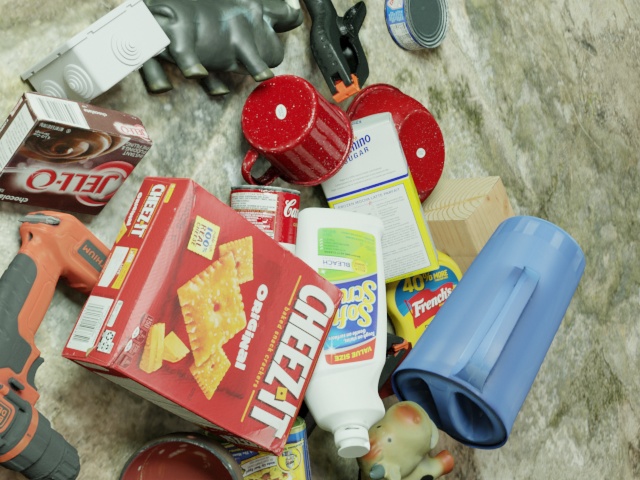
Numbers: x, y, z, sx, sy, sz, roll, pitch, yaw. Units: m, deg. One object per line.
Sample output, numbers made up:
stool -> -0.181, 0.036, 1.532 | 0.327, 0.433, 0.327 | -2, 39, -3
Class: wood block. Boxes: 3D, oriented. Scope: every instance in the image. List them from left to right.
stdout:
wood block -> 0.195, 0.034, 1.293 | 0.090, 0.091, 0.206 | -48, 123, -37

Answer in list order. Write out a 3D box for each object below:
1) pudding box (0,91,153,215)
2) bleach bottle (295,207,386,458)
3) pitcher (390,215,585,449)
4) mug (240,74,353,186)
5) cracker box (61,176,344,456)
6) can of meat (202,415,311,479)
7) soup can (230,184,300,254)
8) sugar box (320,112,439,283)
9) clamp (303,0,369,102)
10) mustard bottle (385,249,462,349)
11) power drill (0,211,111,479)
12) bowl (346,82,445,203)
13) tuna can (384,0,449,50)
pudding box -> -0.204, -0.067, 0.851 | 0.113, 0.090, 0.039 | 11, 40, -46
bleach bottle -> 0.025, 0.088, 1.028 | 0.102, 0.068, 0.251 | 9, 52, -21
pitcher -> 0.190, 0.087, 1.134 | 0.145, 0.149, 0.242 | 53, 57, -31
mug -> -0.033, -0.100, 1.033 | 0.117, 0.093, 0.081 | -46, 151, 4
cracker box -> -0.089, 0.068, 0.899 | 0.213, 0.072, 0.164 | 38, 68, -41
can of meat -> -0.059, 0.215, 1.008 | 0.102, 0.057, 0.084 | -9, 101, -19
soup can -> -0.057, 0.001, 1.027 | 0.068, 0.069, 0.102 | 8, 84, -48
sugar box -> 0.058, -0.041, 1.137 | 0.048, 0.093, 0.176 | -79, 151, -69
clamp -> 0.010, -0.220, 1.094 | 0.120, 0.039, 0.171 | 31, 38, -34
mustard bottle -> 0.120, 0.069, 1.217 | 0.096, 0.058, 0.191 | -14, 95, -12
power drill -> -0.222, 0.086, 0.851 | 0.184, 0.057, 0.187 | 52, 52, -41
bowl -> 0.093, -0.100, 1.207 | 0.161, 0.055, 0.162 | 0, 90, -48
tuna can -> 0.113, -0.266, 1.246 | 0.085, 0.034, 0.086 | 1, 89, -48
